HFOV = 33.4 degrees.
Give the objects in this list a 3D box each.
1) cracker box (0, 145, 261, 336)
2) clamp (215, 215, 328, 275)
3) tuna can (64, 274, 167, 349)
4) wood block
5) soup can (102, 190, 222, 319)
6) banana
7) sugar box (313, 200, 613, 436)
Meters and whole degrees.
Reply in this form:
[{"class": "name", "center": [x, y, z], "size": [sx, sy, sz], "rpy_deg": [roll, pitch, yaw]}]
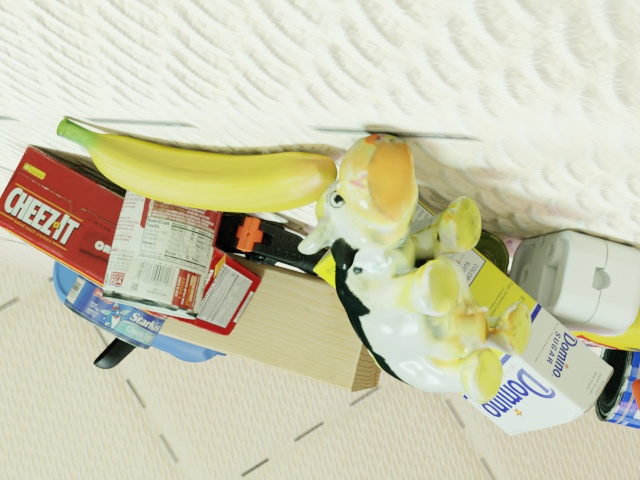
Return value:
[{"class": "cracker box", "center": [-0.152, 0.010, 0.884], "size": [0.164, 0.072, 0.213], "rpy_deg": [28, 176, 11]}, {"class": "clamp", "center": [-0.056, 0.001, 0.924], "size": [0.120, 0.039, 0.171], "rpy_deg": [7, 172, 16]}, {"class": "tuna can", "center": [-0.179, 0.061, 0.929], "size": [0.086, 0.034, 0.086], "rpy_deg": [29, 175, 2]}, {"class": "wood block", "center": [-0.043, 0.070, 1.015], "size": [0.206, 0.091, 0.090], "rpy_deg": [14, 180, 20]}, {"class": "soup can", "center": [-0.105, -0.003, 0.728], "size": [0.068, 0.102, 0.068], "rpy_deg": [12, 172, 2]}, {"class": "banana", "center": [-0.069, -0.040, 0.648], "size": [0.198, 0.037, 0.069], "rpy_deg": [9, 172, 27]}, {"class": "sugar box", "center": [0.087, 0.049, 0.673], "size": [0.176, 0.048, 0.093], "rpy_deg": [42, 152, -4]}]
